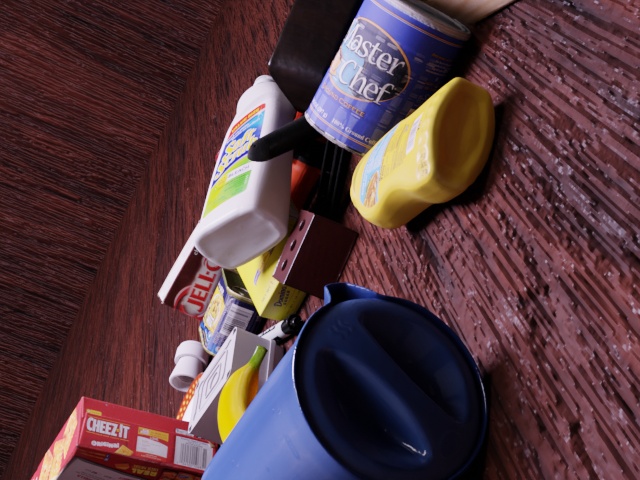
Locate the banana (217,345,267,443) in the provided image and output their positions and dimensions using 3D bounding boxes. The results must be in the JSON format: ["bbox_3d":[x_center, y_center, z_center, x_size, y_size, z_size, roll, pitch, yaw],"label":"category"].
[{"bbox_3d":[-0.065,0.165,0.972,0.070,0.037,0.198,-62,20,16],"label":"banana"}]

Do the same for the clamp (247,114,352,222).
[{"bbox_3d":[0.014,-0.124,1.090,0.036,0.164,0.210,26,84,36],"label":"clamp"}]

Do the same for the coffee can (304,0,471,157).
[{"bbox_3d":[0.062,-0.155,0.995,0.140,0.102,0.103,-61,16,19],"label":"coffee can"}]

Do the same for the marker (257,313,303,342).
[{"bbox_3d":[-0.048,0.101,1.146,0.121,0.020,0.020,-36,34,61],"label":"marker"}]

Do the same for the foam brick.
[{"bbox_3d":[-0.006,0.014,1.071,0.078,0.051,0.053,-66,16,0],"label":"foam brick"}]

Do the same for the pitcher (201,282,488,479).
[{"bbox_3d":[0.003,0.156,0.733,0.243,0.145,0.149,-53,7,50],"label":"pitcher"}]

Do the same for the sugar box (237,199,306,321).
[{"bbox_3d":[-0.058,0.002,1.187,0.093,0.048,0.176,-61,36,21],"label":"sugar box"}]

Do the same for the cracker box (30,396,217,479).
[{"bbox_3d":[-0.233,0.275,1.230,0.214,0.164,0.072,-52,29,42],"label":"cracker box"}]

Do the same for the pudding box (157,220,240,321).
[{"bbox_3d":[-0.137,0.044,1.331,0.113,0.090,0.039,-61,26,4],"label":"pudding box"}]

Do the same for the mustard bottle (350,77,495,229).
[{"bbox_3d":[0.074,-0.060,0.903,0.192,0.058,0.096,-33,38,63],"label":"mustard bottle"}]

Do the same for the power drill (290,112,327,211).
[{"bbox_3d":[-0.020,-0.141,1.325,0.184,0.057,0.188,-62,16,16],"label":"power drill"}]

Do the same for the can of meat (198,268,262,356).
[{"bbox_3d":[-0.105,0.090,1.280,0.084,0.057,0.102,-65,16,11],"label":"can of meat"}]

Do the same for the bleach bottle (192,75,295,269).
[{"bbox_3d":[-0.076,-0.091,1.178,0.103,0.068,0.250,-30,37,29],"label":"bleach bottle"}]
